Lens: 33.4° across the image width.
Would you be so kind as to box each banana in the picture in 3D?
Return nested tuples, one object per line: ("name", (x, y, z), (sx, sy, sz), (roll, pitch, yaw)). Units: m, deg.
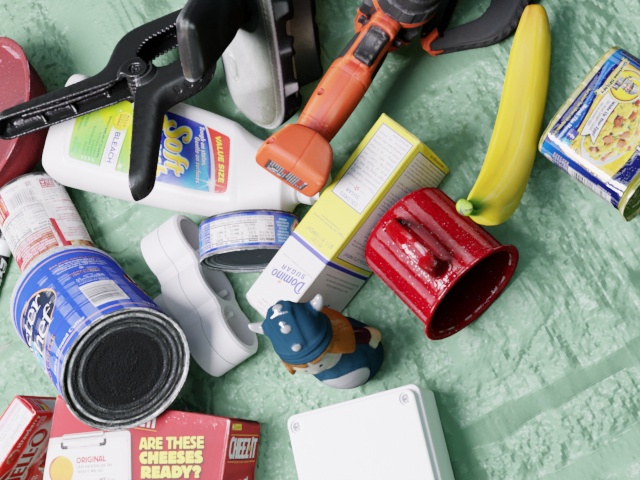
("banana", (0.145, -0.084, 0.799), (0.037, 0.069, 0.197), (12, 62, 17))

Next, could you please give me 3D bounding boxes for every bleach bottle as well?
("bleach bottle", (-0.109, -0.074, 0.913), (0.251, 0.068, 0.102), (11, 77, 20))

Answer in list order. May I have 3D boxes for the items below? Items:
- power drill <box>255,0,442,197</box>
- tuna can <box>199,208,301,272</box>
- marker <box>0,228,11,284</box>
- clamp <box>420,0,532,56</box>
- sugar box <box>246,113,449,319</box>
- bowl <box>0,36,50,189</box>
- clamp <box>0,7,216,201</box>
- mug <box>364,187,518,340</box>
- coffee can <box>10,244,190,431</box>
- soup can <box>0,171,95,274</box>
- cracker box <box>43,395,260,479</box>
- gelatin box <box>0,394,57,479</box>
("power drill", (0.027, -0.126, 0.795), (0.057, 0.184, 0.187), (35, 82, -3))
("tuna can", (-0.056, 0.001, 0.864), (0.086, 0.086, 0.034), (-9, 75, 20))
("marker", (-0.304, 0.030, 0.993), (0.020, 0.020, 0.121), (16, 86, 23))
("clamp", (0.142, -0.220, 0.850), (0.171, 0.039, 0.120), (-34, 71, 13))
("sugar box", (0.023, -0.007, 0.830), (0.048, 0.093, 0.176), (42, 97, 23))
("bowl", (-0.298, -0.103, 0.982), (0.162, 0.055, 0.162), (-15, 66, 36))
("clamp", (-0.162, -0.131, 0.895), (0.165, 0.036, 0.209), (18, 57, 21))
("mug", (0.082, 0.012, 0.792), (0.093, 0.117, 0.082), (-50, 62, 11))
("coffee can", (-0.179, 0.074, 0.855), (0.103, 0.102, 0.140), (-60, 37, 2))
("soup can", (-0.243, -0.002, 0.949), (0.068, 0.068, 0.102), (-35, 69, 12))
("cracker box", (-0.145, 0.242, 0.863), (0.164, 0.072, 0.213), (4, 81, 22))
("gelatin box", (-0.254, 0.177, 0.917), (0.030, 0.073, 0.089), (36, 94, 24))
